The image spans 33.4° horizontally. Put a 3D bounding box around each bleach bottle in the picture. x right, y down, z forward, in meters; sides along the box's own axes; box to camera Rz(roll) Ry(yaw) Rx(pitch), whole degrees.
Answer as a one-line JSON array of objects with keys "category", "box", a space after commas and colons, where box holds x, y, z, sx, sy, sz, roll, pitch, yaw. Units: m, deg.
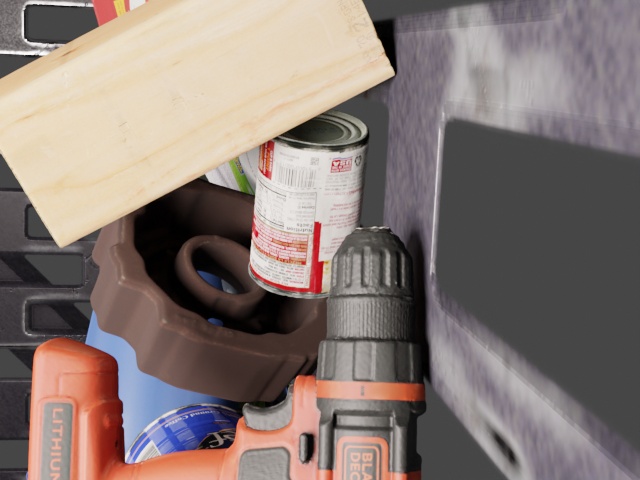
[{"category": "bleach bottle", "box": [-0.041, -0.048, 0.863, 0.102, 0.068, 0.251, 60, 166, -6]}]

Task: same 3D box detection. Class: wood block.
[{"category": "wood block", "box": [-0.075, -0.092, 0.605, 0.090, 0.206, 0.091, 62, -178, -21]}]

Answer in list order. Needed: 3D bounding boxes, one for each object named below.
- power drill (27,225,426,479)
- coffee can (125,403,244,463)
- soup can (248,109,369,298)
[{"category": "power drill", "box": [-0.043, 0.085, 0.512, 0.057, 0.188, 0.184, 38, -127, -75]}, {"category": "coffee can", "box": [-0.054, 0.165, 0.621, 0.140, 0.102, 0.103, -155, 65, -66]}, {"category": "soup can", "box": [-0.008, -0.024, 0.662, 0.068, 0.068, 0.102, -106, 19, -62]}]
